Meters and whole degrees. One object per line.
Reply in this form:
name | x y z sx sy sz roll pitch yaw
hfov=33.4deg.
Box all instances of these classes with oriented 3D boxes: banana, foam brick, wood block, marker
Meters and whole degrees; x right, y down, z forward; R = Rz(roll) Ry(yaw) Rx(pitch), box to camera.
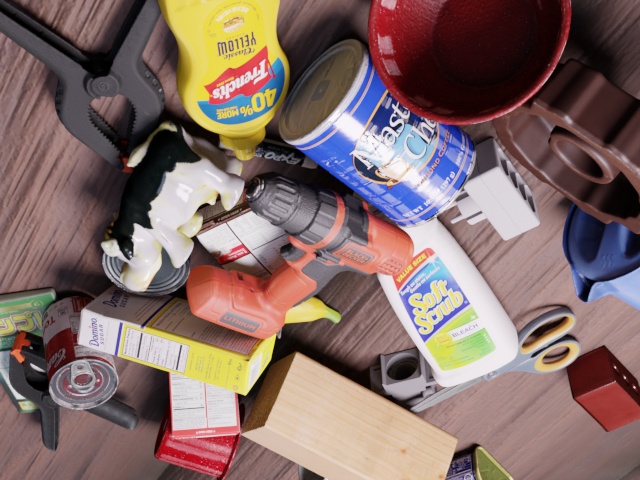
banana | -0.081 0.084 1.119 0.198 0.037 0.069 -10 131 9
foam brick | 0.316 0.164 1.179 0.051 0.053 0.078 -31 126 25
wood block | 0.032 0.212 1.159 0.206 0.090 0.091 29 156 -10
marker | -0.033 -0.081 0.981 0.121 0.020 0.020 12 131 -11

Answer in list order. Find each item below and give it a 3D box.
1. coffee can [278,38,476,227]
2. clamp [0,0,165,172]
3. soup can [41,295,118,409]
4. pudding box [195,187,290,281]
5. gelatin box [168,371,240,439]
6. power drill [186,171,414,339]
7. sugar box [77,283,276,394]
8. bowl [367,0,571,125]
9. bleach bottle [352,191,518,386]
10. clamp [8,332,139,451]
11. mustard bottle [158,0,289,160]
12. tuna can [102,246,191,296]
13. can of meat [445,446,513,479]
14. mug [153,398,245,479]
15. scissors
coffee can | 0.049 -0.090 0.916 0.140 0.103 0.103 35 124 -28
clamp | -0.197 -0.144 0.909 0.164 0.036 0.210 -5 134 -7
soup can | -0.248 0.113 1.093 0.068 0.102 0.068 -10 130 -13
pudding box | -0.057 0.001 1.044 0.090 0.039 0.113 -24 130 20
gelatin box | -0.127 0.168 1.159 0.073 0.089 0.030 -3 168 -8
power drill | -0.036 0.017 0.963 0.184 0.057 0.188 25 137 -37
sugar box | -0.140 0.094 1.058 0.176 0.093 0.048 13 108 10
bowl | 0.121 -0.168 0.842 0.162 0.162 0.055 -25 168 21
bleach bottle | 0.101 0.039 1.062 0.103 0.068 0.250 -25 125 21
clamp | -0.296 0.172 1.180 0.120 0.039 0.171 -29 121 15
mustard bottle | -0.075 -0.146 0.891 0.096 0.058 0.191 -21 135 -15
tuna can | -0.171 0.014 1.058 0.086 0.033 0.086 0 132 0
can of meat | 0.182 0.307 1.307 0.084 0.057 0.102 -27 126 25
mug | -0.141 0.220 1.219 0.081 0.093 0.117 19 166 -10
scissors | 0.200 0.145 1.159 0.202 0.016 0.096 -40 129 15
